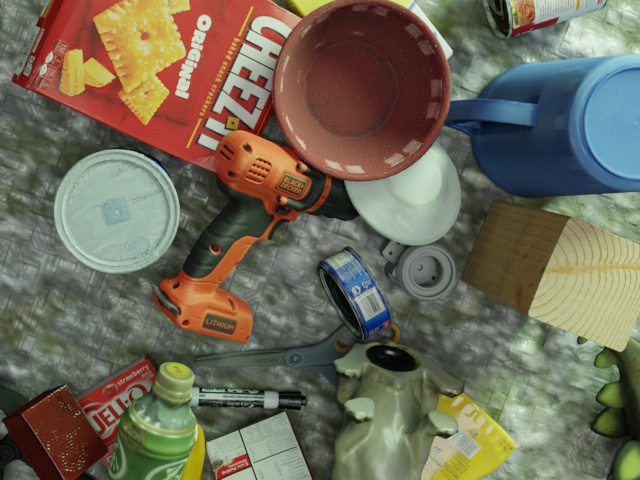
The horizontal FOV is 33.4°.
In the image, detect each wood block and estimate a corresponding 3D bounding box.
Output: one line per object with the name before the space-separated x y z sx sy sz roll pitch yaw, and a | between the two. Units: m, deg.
wood block | 0.209 0.025 0.967 0.090 0.206 0.090 22 92 -9

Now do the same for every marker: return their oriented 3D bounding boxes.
marker | -0.074 0.154 1.037 0.121 0.020 0.020 3 96 -8

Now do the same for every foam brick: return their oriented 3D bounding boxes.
foam brick | -0.242 0.179 0.977 0.052 0.051 0.078 -35 96 -38

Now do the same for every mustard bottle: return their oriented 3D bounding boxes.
mustard bottle | 0.094 0.236 1.049 0.096 0.058 0.191 44 89 -8

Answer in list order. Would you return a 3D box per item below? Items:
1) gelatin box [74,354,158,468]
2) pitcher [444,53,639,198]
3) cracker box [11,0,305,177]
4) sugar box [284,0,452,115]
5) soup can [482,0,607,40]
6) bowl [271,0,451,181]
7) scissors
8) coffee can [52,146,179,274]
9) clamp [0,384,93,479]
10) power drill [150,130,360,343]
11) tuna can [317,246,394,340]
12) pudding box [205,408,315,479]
gelatin box | -0.184 0.163 1.018 0.089 0.030 0.073 -30 99 -4
pitcher | 0.216 -0.100 0.935 0.149 0.243 0.145 -35 98 -4
cracker box | -0.136 -0.166 0.938 0.213 0.072 0.164 24 93 -27
sugar box | 0.035 -0.213 0.998 0.093 0.048 0.176 -41 99 -2
soup can | 0.211 -0.236 1.008 0.102 0.068 0.068 -18 98 -6
bowl | 0.033 -0.135 0.957 0.162 0.055 0.162 -1 98 -10
scissors | -0.013 0.131 1.045 0.201 0.016 0.096 -17 98 -5
coffee can | -0.177 -0.030 0.941 0.102 0.140 0.103 -1 96 -8
clamp | -0.284 0.200 1.005 0.120 0.039 0.171 -18 96 -20
power drill | -0.056 0.001 0.980 0.184 0.057 0.188 20 104 -46
tuna can | 0.032 0.050 1.005 0.033 0.086 0.086 -30 99 -11
pudding box | -0.052 0.226 1.005 0.090 0.113 0.039 -21 142 -6
